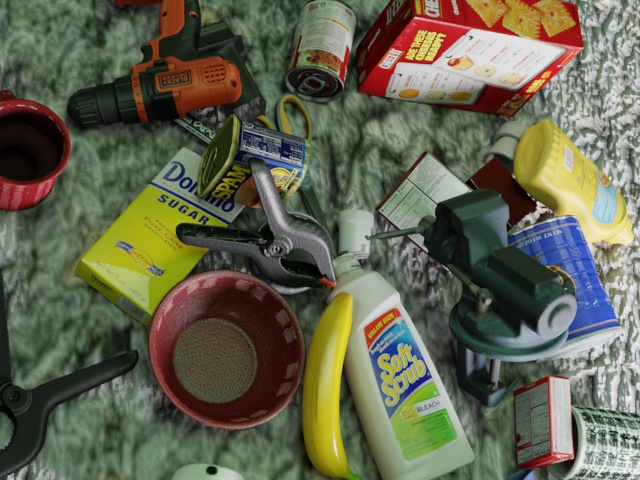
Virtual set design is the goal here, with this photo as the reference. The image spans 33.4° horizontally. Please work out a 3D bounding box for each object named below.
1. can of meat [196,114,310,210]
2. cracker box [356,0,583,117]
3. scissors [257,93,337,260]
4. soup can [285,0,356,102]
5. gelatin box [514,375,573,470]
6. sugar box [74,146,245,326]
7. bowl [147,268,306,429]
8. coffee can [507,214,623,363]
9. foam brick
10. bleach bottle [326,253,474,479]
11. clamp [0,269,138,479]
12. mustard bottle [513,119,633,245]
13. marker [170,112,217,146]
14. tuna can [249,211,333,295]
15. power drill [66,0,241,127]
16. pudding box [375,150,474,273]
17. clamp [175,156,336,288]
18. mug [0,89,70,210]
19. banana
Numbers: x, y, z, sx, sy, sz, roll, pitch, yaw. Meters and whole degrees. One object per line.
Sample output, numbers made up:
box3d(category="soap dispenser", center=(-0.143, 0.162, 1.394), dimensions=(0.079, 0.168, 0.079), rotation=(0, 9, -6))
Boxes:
box3d(category="can of meat", center=(-0.068, -0.075, 1.078), dimensions=(0.083, 0.102, 0.057), rotation=(14, 60, -21))
box3d(category="cracker box", center=(0.169, -0.225, 1.244), dimensions=(0.213, 0.164, 0.072), rotation=(7, 65, -19))
box3d(category="scissors", center=(-0.039, -0.072, 1.185), dimensions=(0.096, 0.016, 0.202), rotation=(0, 69, -20))
box3d(category="soup can", center=(0.001, -0.220, 1.231), dimensions=(0.068, 0.069, 0.102), rotation=(18, 63, -14))
box3d(category="gelatin box", center=(0.241, 0.197, 1.150), dimensions=(0.030, 0.073, 0.089), rotation=(9, 66, -18))
box3d(category="sugar box", center=(-0.159, -0.007, 1.094), dimensions=(0.093, 0.048, 0.176), rotation=(38, 62, -3))
box3d(category="bowl", center=(-0.098, 0.113, 1.063), dimensions=(0.162, 0.055, 0.162), rotation=(8, 66, -18))
box3d(category="coffee can", center=(0.266, 0.055, 1.202), dimensions=(0.102, 0.103, 0.140), rotation=(-11, 73, -25))
box3d(category="foam brick", center=(0.203, -0.047, 1.248), dimensions=(0.052, 0.051, 0.078), rotation=(-37, 85, -28))
box3d(category="bleach bottle", center=(0.065, 0.133, 1.116), dimensions=(0.102, 0.068, 0.251), rotation=(-18, 74, -23))
box3d(category="clamp", center=(-0.275, 0.147, 0.990), dimensions=(0.164, 0.036, 0.210), rotation=(25, 64, -10))
box3d(category="mustard bottle", center=(0.311, -0.053, 1.272), dimensions=(0.191, 0.058, 0.096), rotation=(37, 47, -26))
box3d(category="marker", center=(-0.125, -0.115, 1.166), dimensions=(0.121, 0.020, 0.020), rotation=(34, 61, -5))
box3d(category="tuna can", center=(-0.032, 0.014, 1.136), dimensions=(0.086, 0.034, 0.086), rotation=(4, 71, -14))
box3d(category="power drill", center=(-0.187, -0.212, 1.147), dimensions=(0.184, 0.057, 0.187), rotation=(-10, 68, -3))
box3d(category="pudding box", center=(0.131, -0.032, 1.199), dimensions=(0.113, 0.039, 0.090), rotation=(41, 98, 0))
box3d(category="clamp", center=(-0.057, 0.001, 1.067), dimensions=(0.171, 0.120, 0.039), rotation=(46, 27, -30))
box3d(category="mug", center=(-0.302, -0.091, 1.051), dimensions=(0.093, 0.082, 0.117), rotation=(-13, 75, -26))
box3d(category="banana", center=(0.008, 0.151, 1.065), dimensions=(0.069, 0.037, 0.198), rotation=(-1, 90, -62))
